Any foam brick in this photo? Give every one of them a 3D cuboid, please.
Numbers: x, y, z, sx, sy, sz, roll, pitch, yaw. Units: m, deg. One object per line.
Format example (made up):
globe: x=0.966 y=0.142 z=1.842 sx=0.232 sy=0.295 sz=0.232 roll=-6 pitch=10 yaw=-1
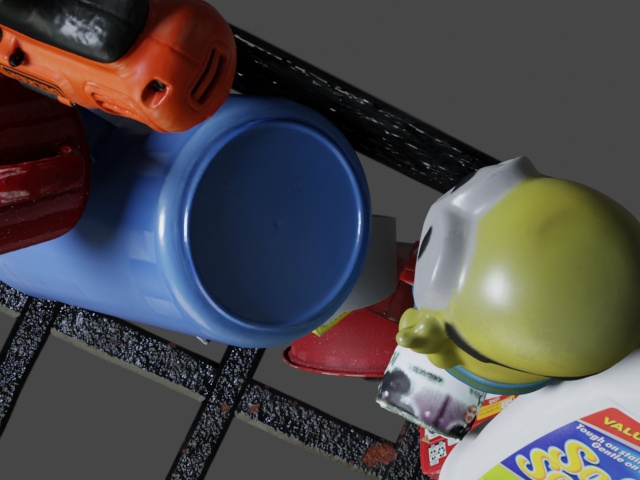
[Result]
foam brick: x=0.077 y=0.040 z=0.722 sx=0.078 sy=0.051 sz=0.053 roll=26 pitch=174 yaw=-16

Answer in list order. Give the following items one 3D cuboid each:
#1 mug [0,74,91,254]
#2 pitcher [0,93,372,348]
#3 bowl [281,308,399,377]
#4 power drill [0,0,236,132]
mug: x=-0.140 y=-0.030 z=0.424 sx=0.117 sy=0.093 sz=0.081 roll=6 pitch=-161 yaw=44
pitcher: x=-0.092 y=-0.023 z=0.538 sx=0.149 sy=0.145 sz=0.243 roll=-13 pitch=-168 yaw=-33
bowl: x=0.048 y=0.067 z=0.874 sx=0.162 sy=0.055 sz=0.162 roll=-3 pitch=-173 yaw=0
power drill: x=-0.135 y=-0.105 z=0.332 sx=0.185 sy=0.057 sz=0.187 roll=21 pitch=175 yaw=28
